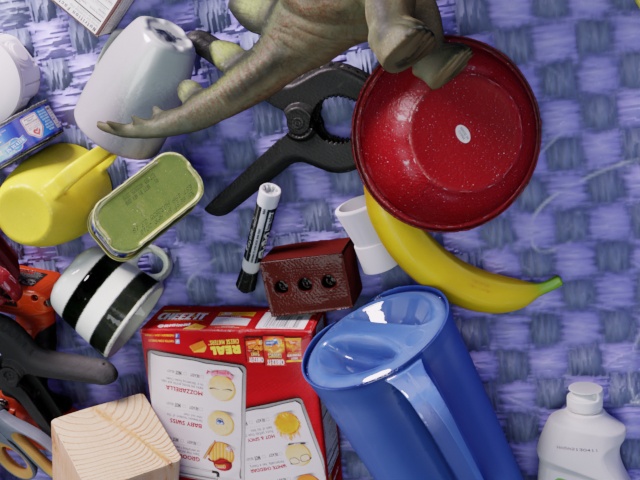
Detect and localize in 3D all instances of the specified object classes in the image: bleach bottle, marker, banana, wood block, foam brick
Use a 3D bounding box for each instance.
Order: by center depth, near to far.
[{"bbox_3d":[0.108,0.013,0.909,0.197,0.037,0.070,28,100,-14],"label":"banana"},{"bbox_3d":[-0.008,0.032,0.948,0.078,0.051,0.053,-8,105,16],"label":"foam brick"},{"bbox_3d":[-0.056,0.001,0.949,0.020,0.020,0.121,22,129,6],"label":"marker"},{"bbox_3d":[0.245,0.248,0.953,0.103,0.068,0.251,0,105,13],"label":"bleach bottle"},{"bbox_3d":[-0.193,0.255,0.999,0.091,0.090,0.206,49,142,40],"label":"wood block"}]

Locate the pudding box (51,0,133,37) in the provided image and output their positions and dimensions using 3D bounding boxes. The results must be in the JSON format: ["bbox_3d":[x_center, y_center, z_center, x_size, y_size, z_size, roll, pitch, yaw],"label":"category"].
[{"bbox_3d":[-0.190,-0.245,0.909,0.090,0.039,0.114,39,114,-2],"label":"pudding box"}]

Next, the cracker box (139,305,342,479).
[{"bbox_3d":[-0.068,0.168,0.997,0.164,0.072,0.214,-1,108,15],"label":"cracker box"}]

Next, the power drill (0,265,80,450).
[{"bbox_3d":[-0.319,0.115,1.048,0.184,0.057,0.188,8,112,7],"label":"power drill"}]

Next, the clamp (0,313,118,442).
[{"bbox_3d":[-0.269,0.113,0.983,0.171,0.039,0.120,39,116,-9],"label":"clamp"}]

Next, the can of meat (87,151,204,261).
[{"bbox_3d":[-0.151,-0.029,0.923,0.102,0.084,0.057,-40,96,-11],"label":"can of meat"}]

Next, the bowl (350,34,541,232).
[{"bbox_3d":[0.108,-0.084,0.847,0.162,0.055,0.162,-1,95,-9],"label":"bowl"}]

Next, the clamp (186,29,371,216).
[{"bbox_3d":[-0.019,-0.094,0.917,0.210,0.036,0.164,6,109,15],"label":"clamp"}]

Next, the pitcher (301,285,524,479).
[{"bbox_3d":[0.097,0.172,0.905,0.145,0.149,0.242,-13,117,34],"label":"pitcher"}]

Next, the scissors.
[{"bbox_3d":[-0.320,0.163,1.009,0.201,0.016,0.096,43,134,-10],"label":"scissors"}]

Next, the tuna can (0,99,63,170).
[{"bbox_3d":[-0.274,-0.090,0.954,0.086,0.086,0.034,-26,101,20],"label":"tuna can"}]
